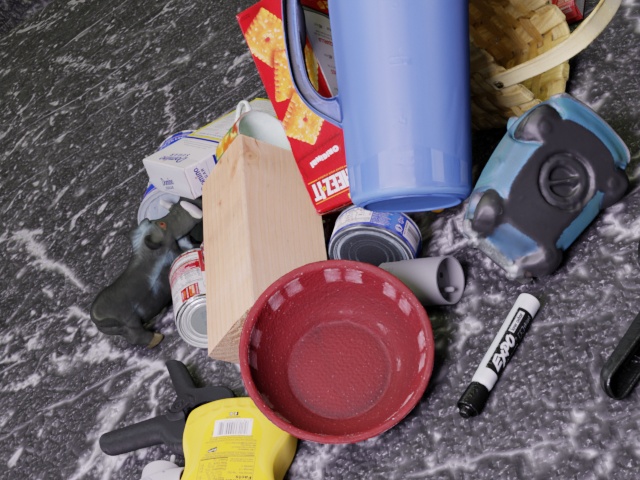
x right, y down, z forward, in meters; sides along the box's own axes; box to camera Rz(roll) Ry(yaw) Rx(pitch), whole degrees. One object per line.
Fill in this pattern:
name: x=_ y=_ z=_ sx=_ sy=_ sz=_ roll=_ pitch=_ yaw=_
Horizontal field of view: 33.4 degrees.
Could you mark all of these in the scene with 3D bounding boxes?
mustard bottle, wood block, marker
mustard bottle: x=-0.075 y=0.214 z=0.861 sx=0.096 sy=0.058 sz=0.191 roll=-3 pitch=37 yaw=9
wood block: x=-0.054 y=0.012 z=1.024 sx=0.090 sy=0.090 sz=0.206 roll=-49 pitch=36 yaw=40
marker: x=0.141 y=0.092 z=0.850 sx=0.020 sy=0.020 sz=0.121 roll=0 pitch=45 yaw=48

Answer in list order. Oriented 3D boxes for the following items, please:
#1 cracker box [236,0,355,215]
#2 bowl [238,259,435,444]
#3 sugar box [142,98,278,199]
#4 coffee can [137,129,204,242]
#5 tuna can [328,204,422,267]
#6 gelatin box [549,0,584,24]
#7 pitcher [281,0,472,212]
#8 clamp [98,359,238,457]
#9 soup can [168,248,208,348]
cracker box: x=0.015 y=-0.138 z=1.078 sx=0.072 sy=0.214 sz=0.164 roll=-24 pitch=-5 yaw=26
bowl: x=0.015 y=0.099 z=0.897 sx=0.162 sy=0.055 sz=0.162 roll=-2 pitch=64 yaw=4
sugar box: x=-0.109 y=-0.109 z=1.247 sx=0.176 sy=0.048 sz=0.093 roll=-35 pitch=30 yaw=-28
coffee can: x=-0.166 y=-0.060 z=1.333 sx=0.103 sy=0.102 sz=0.140 roll=-26 pitch=30 yaw=19
tuna can: x=0.051 y=0.007 z=1.009 sx=0.086 sy=0.086 sz=0.033 roll=-17 pitch=35 yaw=32
gelatin box: x=0.271 y=-0.278 z=1.250 sx=0.073 sy=0.030 sz=0.089 roll=-18 pitch=33 yaw=31
pitcher: x=0.063 y=-0.150 z=0.951 sx=0.149 sy=0.144 sz=0.243 roll=-12 pitch=79 yaw=51
clamp: x=-0.137 y=0.174 z=1.016 sx=0.120 sy=0.039 sz=0.172 roll=-50 pitch=31 yaw=-21
soup can: x=-0.126 y=0.061 z=1.143 sx=0.068 sy=0.068 sz=0.102 roll=-33 pitch=29 yaw=6
